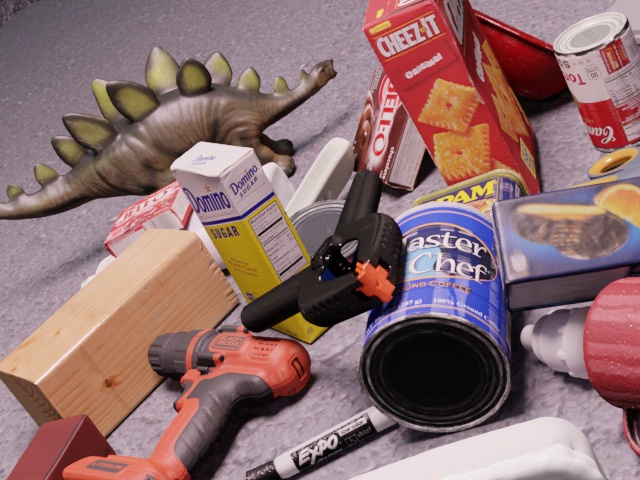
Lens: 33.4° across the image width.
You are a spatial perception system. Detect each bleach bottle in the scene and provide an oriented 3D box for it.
[{"bbox_3d":[-0.146,0.007,1.140,0.251,0.068,0.102,-23,25,21],"label":"bleach bottle"}]

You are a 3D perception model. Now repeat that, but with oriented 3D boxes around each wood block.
[{"bbox_3d":[-0.187,0.088,1.001,0.090,0.090,0.205,4,42,50],"label":"wood block"}]

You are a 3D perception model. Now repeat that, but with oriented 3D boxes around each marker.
[{"bbox_3d":[-0.002,0.151,0.772,0.121,0.020,0.020,-28,26,5],"label":"marker"}]

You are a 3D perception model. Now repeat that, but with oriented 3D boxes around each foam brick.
[{"bbox_3d":[-0.216,0.192,0.888,0.051,0.053,0.078,-16,28,28],"label":"foam brick"}]

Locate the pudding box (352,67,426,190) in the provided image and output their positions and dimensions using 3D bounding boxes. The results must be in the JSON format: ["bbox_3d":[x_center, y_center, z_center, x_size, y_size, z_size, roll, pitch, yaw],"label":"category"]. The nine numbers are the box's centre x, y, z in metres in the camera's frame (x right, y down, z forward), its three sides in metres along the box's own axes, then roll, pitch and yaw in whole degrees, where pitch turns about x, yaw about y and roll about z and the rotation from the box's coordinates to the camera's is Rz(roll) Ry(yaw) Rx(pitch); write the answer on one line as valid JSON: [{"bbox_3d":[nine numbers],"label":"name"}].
[{"bbox_3d":[0.074,-0.114,1.077,0.090,0.039,0.113,29,106,62],"label":"pudding box"}]

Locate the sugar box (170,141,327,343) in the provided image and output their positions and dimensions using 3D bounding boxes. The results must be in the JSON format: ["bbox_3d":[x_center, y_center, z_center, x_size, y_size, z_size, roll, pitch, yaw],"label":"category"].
[{"bbox_3d":[-0.056,0.001,0.917,0.048,0.176,0.093,-41,28,-22],"label":"sugar box"}]

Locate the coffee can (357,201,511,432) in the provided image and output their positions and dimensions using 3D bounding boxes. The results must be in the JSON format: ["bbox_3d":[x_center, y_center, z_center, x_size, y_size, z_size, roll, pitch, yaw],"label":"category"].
[{"bbox_3d":[0.085,0.051,0.762,0.103,0.102,0.140,-19,28,22],"label":"coffee can"}]

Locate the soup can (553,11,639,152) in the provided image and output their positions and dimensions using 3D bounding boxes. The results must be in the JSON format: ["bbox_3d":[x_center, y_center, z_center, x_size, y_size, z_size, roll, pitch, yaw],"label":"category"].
[{"bbox_3d":[0.251,-0.137,0.925,0.068,0.102,0.068,-24,27,13],"label":"soup can"}]

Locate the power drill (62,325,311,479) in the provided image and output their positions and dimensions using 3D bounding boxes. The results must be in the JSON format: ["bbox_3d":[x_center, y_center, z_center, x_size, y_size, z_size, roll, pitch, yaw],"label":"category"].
[{"bbox_3d":[-0.120,0.142,0.869,0.185,0.057,0.187,-3,37,44],"label":"power drill"}]

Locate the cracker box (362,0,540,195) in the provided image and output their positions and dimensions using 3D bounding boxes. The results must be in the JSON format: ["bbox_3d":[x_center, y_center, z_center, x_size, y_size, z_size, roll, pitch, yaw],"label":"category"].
[{"bbox_3d":[0.120,-0.139,0.937,0.072,0.213,0.164,-21,27,20],"label":"cracker box"}]

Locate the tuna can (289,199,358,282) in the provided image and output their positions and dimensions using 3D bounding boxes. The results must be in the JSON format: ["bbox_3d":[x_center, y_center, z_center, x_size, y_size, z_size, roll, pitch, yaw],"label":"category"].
[{"bbox_3d":[0.007,0.003,0.984,0.086,0.033,0.086,-10,43,10],"label":"tuna can"}]

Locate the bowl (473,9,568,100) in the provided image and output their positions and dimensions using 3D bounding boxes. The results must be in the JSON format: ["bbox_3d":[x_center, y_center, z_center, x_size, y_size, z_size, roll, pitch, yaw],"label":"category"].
[{"bbox_3d":[0.189,-0.184,1.066,0.055,0.162,0.162,-66,21,15],"label":"bowl"}]

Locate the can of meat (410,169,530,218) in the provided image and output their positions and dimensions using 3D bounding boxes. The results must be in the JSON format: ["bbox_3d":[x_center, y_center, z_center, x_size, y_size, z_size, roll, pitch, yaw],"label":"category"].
[{"bbox_3d":[0.122,-0.002,0.875,0.102,0.057,0.084,-19,31,24],"label":"can of meat"}]

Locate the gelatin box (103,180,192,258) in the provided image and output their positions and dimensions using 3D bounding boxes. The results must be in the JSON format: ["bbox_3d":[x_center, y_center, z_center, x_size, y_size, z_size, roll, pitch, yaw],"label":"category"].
[{"bbox_3d":[-0.178,-0.023,1.121,0.089,0.030,0.073,-26,23,20],"label":"gelatin box"}]

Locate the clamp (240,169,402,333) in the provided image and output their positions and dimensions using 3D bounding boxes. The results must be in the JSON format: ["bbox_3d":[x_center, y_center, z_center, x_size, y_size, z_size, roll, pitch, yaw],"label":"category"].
[{"bbox_3d":[0.006,0.024,0.790,0.164,0.036,0.210,-49,14,3],"label":"clamp"}]
